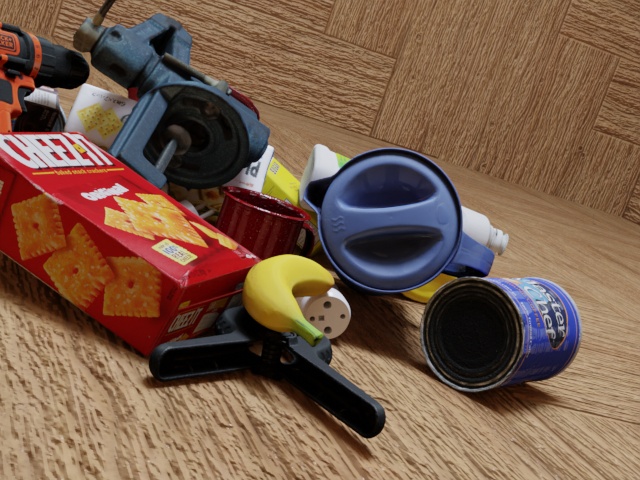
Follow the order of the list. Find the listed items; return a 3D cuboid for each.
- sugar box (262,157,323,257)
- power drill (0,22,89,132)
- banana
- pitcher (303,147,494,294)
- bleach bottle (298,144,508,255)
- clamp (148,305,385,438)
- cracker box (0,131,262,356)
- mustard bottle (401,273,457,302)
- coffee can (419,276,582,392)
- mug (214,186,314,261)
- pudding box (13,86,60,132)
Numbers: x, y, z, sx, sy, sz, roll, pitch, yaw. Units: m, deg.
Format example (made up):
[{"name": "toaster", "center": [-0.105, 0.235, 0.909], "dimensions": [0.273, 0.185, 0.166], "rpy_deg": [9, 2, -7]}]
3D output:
[{"name": "sugar box", "center": [-0.051, -0.059, 1.319], "dimensions": [0.176, 0.048, 0.093], "rpy_deg": [46, 14, 4]}, {"name": "power drill", "center": [-0.281, -0.111, 0.994], "dimensions": [0.057, 0.188, 0.184], "rpy_deg": [-26, -19, 36]}, {"name": "banana", "center": [-0.027, 0.042, 0.851], "dimensions": [0.069, 0.037, 0.197], "rpy_deg": [40, 12, -4]}, {"name": "pitcher", "center": [0.072, -0.001, 1.078], "dimensions": [0.243, 0.145, 0.149], "rpy_deg": [88, -24, -83]}, {"name": "bleach bottle", "center": [0.101, -0.037, 1.270], "dimensions": [0.250, 0.068, 0.102], "rpy_deg": [19, 19, -8]}, {"name": "clamp", "center": [-0.046, 0.083, 0.801], "dimensions": [0.164, 0.036, 0.210], "rpy_deg": [16, 11, -10]}, {"name": "cracker box", "center": [-0.167, -0.007, 0.847], "dimensions": [0.214, 0.072, 0.164], "rpy_deg": [35, 14, 13]}, {"name": "mustard bottle", "center": [0.082, 0.015, 1.312], "dimensions": [0.096, 0.058, 0.192], "rpy_deg": [20, 8, -30]}, {"name": "coffee can", "center": [0.171, 0.085, 0.996], "dimensions": [0.103, 0.103, 0.140], "rpy_deg": [26, 13, 32]}, {"name": "mug", "center": [-0.057, 0.001, 1.070], "dimensions": [0.117, 0.081, 0.093], "rpy_deg": [10, 14, -40]}, {"name": "pudding box", "center": [-0.331, -0.119, 1.113], "dimensions": [0.089, 0.114, 0.039], "rpy_deg": [13, 41, -27]}]
